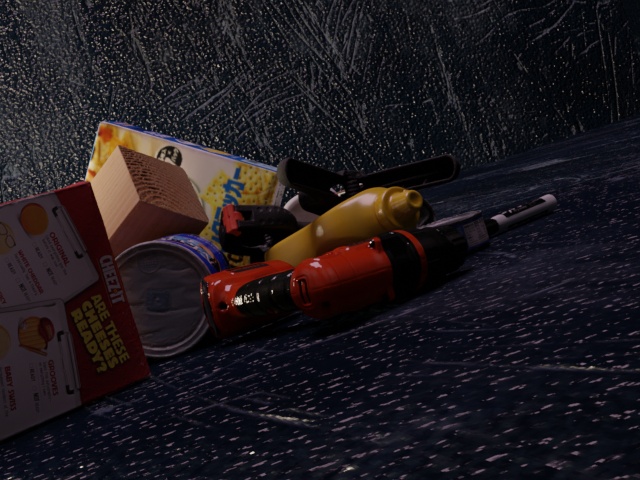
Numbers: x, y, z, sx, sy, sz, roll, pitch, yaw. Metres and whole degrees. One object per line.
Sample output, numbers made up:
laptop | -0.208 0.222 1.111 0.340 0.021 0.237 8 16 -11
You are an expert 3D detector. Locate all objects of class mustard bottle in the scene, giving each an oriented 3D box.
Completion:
mustard bottle | 0.032 -0.003 0.981 0.096 0.058 0.192 1 -19 -32

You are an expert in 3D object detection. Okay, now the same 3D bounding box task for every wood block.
wood block | -0.220 0.014 1.114 0.090 0.091 0.206 19 -59 -43

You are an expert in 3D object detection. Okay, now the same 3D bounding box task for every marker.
marker | 0.201 -0.024 1.106 0.120 0.020 0.020 -20 4 -36

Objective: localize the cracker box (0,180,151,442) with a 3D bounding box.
cracker box | -0.246 0.062 0.781 0.072 0.164 0.213 -12 6 43

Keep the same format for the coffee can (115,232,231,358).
coffee can | -0.139 0.048 0.992 0.103 0.103 0.140 -18 3 3

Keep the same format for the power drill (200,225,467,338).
power drill | 0.006 0.031 0.876 0.184 0.057 0.188 -12 -3 -44

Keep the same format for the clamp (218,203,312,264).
clamp | -0.057 0.001 1.086 0.120 0.039 0.171 -32 -28 26

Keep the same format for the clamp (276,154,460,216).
clamp | 0.040 -0.050 1.028 0.164 0.036 0.210 -2 -8 -2

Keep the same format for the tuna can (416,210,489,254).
tuna can | 0.118 0.000 1.023 0.086 0.034 0.086 -18 3 1
